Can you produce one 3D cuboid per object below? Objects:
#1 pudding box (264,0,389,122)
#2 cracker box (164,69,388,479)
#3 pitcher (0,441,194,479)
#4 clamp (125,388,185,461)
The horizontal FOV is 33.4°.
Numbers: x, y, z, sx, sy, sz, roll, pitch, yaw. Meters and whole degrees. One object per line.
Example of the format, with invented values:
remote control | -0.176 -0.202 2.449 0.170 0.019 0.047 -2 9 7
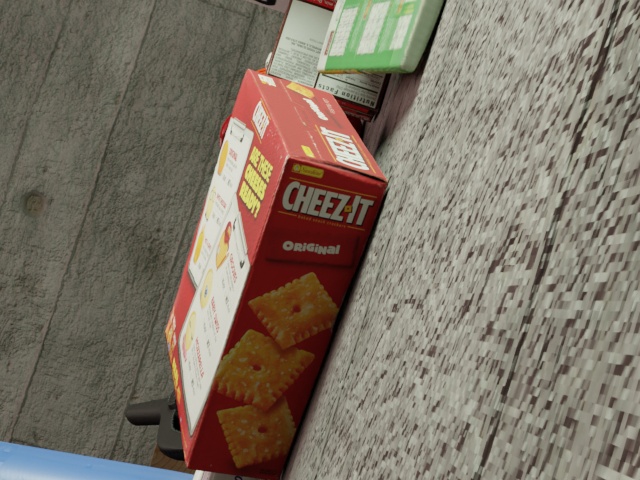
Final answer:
pudding box | 0.015 -0.157 0.814 0.039 0.090 0.113 146 142 -81
cracker box | -0.036 0.019 0.692 0.164 0.072 0.214 -115 41 -61
pitcher | -0.211 0.259 0.991 0.149 0.243 0.145 101 -178 -58
clamp | -0.141 0.169 1.088 0.165 0.036 0.210 -48 23 12
